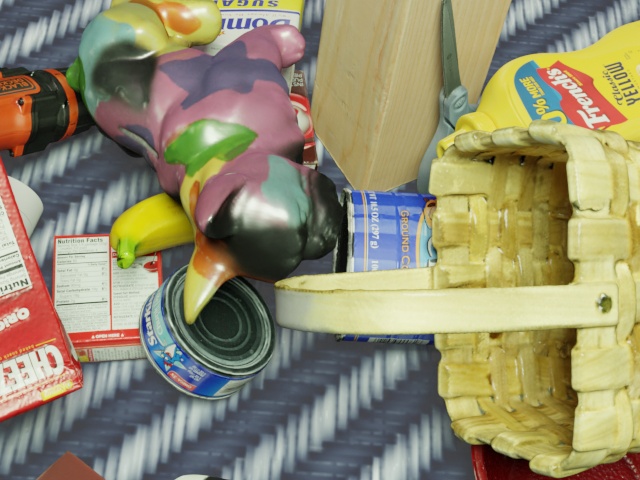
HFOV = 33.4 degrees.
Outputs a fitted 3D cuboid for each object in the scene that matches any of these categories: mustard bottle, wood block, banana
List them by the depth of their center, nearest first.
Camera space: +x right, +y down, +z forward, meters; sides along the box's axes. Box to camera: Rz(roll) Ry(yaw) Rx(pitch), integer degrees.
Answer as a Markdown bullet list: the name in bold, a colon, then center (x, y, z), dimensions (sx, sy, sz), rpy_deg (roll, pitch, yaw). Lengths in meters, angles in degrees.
- **mustard bottle**: center (0.165, -0.083, 0.715), dimensions (0.191, 0.058, 0.096), rpy_deg (-18, 70, -17)
- **banana**: center (-0.068, -0.010, 0.732), dimensions (0.197, 0.037, 0.070), rpy_deg (-10, 45, -39)
- **wood block**: center (0.059, -0.135, 0.749), dimensions (0.090, 0.206, 0.090), rpy_deg (-23, 62, -20)

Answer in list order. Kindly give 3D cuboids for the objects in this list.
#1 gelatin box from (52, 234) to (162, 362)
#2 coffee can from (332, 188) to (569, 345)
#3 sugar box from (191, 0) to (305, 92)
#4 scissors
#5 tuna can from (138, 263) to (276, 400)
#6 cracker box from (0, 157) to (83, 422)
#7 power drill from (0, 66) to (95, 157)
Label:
- **gelatin box**: center (-0.142, 0.037, 0.718), dimensions (0.073, 0.030, 0.089), rpy_deg (-3, 54, -8)
- **coffee can**: center (0.082, 0.020, 0.711), dimensions (0.140, 0.103, 0.103), rpy_deg (3, 56, -4)
- **sugar box**: center (-0.060, -0.179, 0.835), dimensions (0.093, 0.048, 0.176), rpy_deg (6, 37, -1)
- **scissors**: center (0.104, -0.101, 0.735), dimensions (0.096, 0.202, 0.016), rpy_deg (-32, 57, -28)
- **tuna can**: center (-0.071, 0.057, 0.687), dimensions (0.086, 0.034, 0.086), rpy_deg (24, 44, -26)
- **cracker box**: center (-0.211, -0.016, 0.608), dimensions (0.072, 0.164, 0.214), rpy_deg (-21, 103, -20)
- **power drill**: center (-0.251, -0.132, 0.784), dimensions (0.188, 0.057, 0.184), rpy_deg (36, 33, 25)
